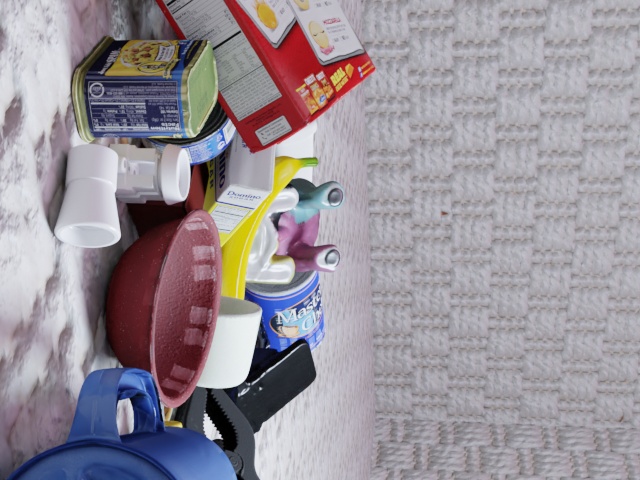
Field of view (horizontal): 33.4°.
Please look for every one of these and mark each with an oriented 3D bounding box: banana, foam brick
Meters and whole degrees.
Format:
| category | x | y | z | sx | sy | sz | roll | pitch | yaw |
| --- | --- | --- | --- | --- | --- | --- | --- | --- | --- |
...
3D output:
| category | x | y | z | sx | sy | sz | roll | pitch | yaw |
| --- | --- | --- | --- | --- | --- | --- | --- | --- | --- |
| banana | -0.070 | -0.010 | 1.090 | 0.198 | 0.069 | 0.037 | -62 | -157 | 0 |
| foam brick | -0.130 | -0.044 | 0.917 | 0.053 | 0.051 | 0.078 | 82 | 12 | -54 |

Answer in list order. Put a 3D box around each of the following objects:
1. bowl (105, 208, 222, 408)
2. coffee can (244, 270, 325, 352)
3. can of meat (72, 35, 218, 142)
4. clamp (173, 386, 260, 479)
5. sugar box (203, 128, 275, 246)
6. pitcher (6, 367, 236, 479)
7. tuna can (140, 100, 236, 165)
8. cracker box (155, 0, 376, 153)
| category | x | y | z | sx | sy | sz | roll | pitch | yaw |
| --- | --- | --- | --- | --- | --- | --- | --- | --- | --- |
| bowl | -0.130 | 0.051 | 0.863 | 0.162 | 0.055 | 0.162 | 8 | 90 | -77 |
| coffee can | -0.049 | 0.073 | 1.365 | 0.140 | 0.103 | 0.102 | 83 | 11 | -47 |
| can of meat | -0.127 | -0.114 | 0.796 | 0.102 | 0.084 | 0.057 | -77 | 166 | -59 |
| clamp | -0.086 | 0.228 | 1.042 | 0.164 | 0.036 | 0.210 | 17 | 46 | -41 |
| sugar box | -0.088 | -0.058 | 0.993 | 0.176 | 0.048 | 0.093 | 133 | -37 | -63 |
| pitcher | -0.123 | 0.179 | 0.720 | 0.149 | 0.145 | 0.243 | -47 | 174 | -1 |
| tuna can | -0.113 | -0.105 | 0.899 | 0.034 | 0.086 | 0.086 | 82 | 12 | -59 |
| cracker box | -0.058 | -0.197 | 0.891 | 0.213 | 0.072 | 0.164 | 58 | 33 | -10 |
